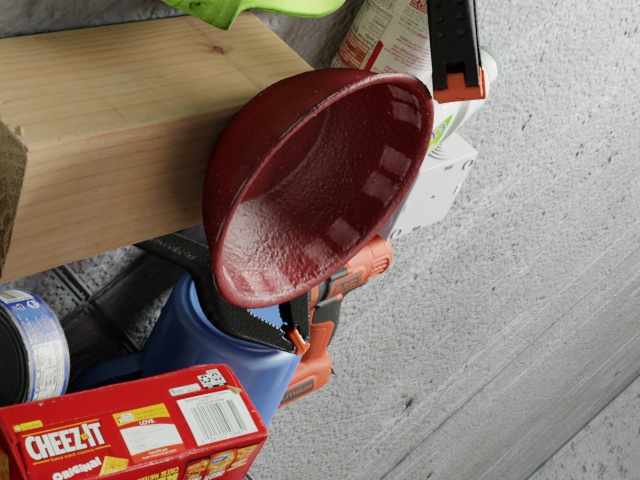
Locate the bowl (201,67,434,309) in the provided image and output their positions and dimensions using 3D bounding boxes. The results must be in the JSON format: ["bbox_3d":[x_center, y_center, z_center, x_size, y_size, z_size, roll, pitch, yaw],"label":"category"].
[{"bbox_3d":[-0.012,-0.039,0.597,0.162,0.055,0.162,-35,152,-22],"label":"bowl"}]

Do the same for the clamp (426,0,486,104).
[{"bbox_3d":[0.077,-0.170,0.629,0.036,0.210,0.164,-5,163,11],"label":"clamp"}]

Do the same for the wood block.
[{"bbox_3d":[-0.105,-0.061,0.599,0.205,0.091,0.090,-19,145,-42],"label":"wood block"}]

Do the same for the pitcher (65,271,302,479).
[{"bbox_3d":[-0.111,0.133,0.847,0.149,0.145,0.243,-30,154,-50],"label":"pitcher"}]

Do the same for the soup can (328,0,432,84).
[{"bbox_3d":[0.054,-0.141,0.744,0.068,0.068,0.102,-11,139,-50],"label":"soup can"}]

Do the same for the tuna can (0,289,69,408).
[{"bbox_3d":[-0.198,0.074,0.673,0.033,0.086,0.086,-11,139,-52],"label":"tuna can"}]

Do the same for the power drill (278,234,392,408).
[{"bbox_3d":[-0.028,0.079,0.971,0.184,0.057,0.188,-19,147,-36],"label":"power drill"}]

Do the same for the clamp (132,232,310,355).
[{"bbox_3d":[-0.055,0.001,0.730,0.120,0.171,0.039,-44,-161,-6],"label":"clamp"}]

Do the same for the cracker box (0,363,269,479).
[{"bbox_3d":[-0.150,0.181,0.711,0.163,0.072,0.214,-8,141,-37],"label":"cracker box"}]
